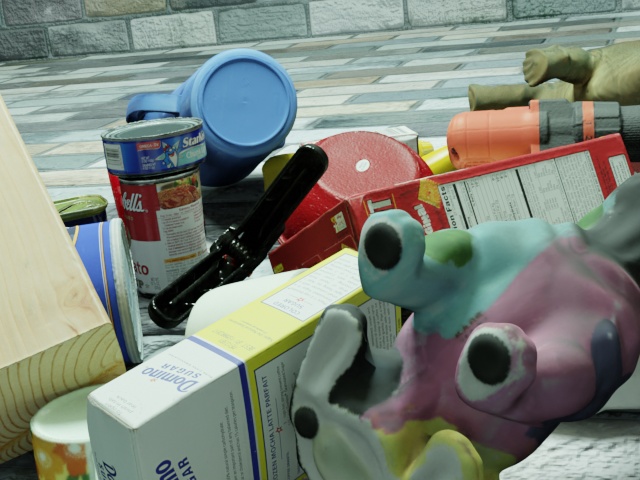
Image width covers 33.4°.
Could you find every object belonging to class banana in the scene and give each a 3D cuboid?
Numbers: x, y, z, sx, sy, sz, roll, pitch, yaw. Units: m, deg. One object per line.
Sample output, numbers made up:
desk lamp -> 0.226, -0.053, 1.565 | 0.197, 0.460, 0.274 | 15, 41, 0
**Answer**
banana -> 0.070, -0.063, 1.076 | 0.197, 0.070, 0.037 | -9, 51, -30

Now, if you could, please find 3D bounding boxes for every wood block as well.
wood block -> -0.196, 0.015, 0.642 | 0.090, 0.090, 0.206 | -23, 55, -16

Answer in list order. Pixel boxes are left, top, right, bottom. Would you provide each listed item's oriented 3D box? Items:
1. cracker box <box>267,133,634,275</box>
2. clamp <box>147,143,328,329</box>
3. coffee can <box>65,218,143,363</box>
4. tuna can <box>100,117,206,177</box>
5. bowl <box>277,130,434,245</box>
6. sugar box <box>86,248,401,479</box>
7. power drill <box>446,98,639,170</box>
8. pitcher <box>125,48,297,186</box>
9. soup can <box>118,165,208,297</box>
cracker box -> 0.091, -0.001, 0.750 | 0.213, 0.072, 0.164 | -14, -8, -22
clamp -> -0.055, 0.001, 0.808 | 0.164, 0.036, 0.210 | -46, -2, -2
coffee can -> -0.201, 0.045, 0.743 | 0.140, 0.103, 0.103 | -9, 16, -6
tuna can -> -0.139, -0.079, 0.892 | 0.086, 0.034, 0.086 | -6, 16, 2
bowl -> 0.035, -0.043, 0.902 | 0.162, 0.055, 0.162 | 2, 46, -2
sugar box -> -0.030, 0.081, 0.534 | 0.175, 0.093, 0.048 | -26, 35, -37
power drill -> 0.203, -0.061, 0.871 | 0.184, 0.057, 0.187 | 0, -17, 13
pitcher -> -0.110, -0.133, 1.149 | 0.149, 0.145, 0.243 | -37, 6, -11
soup can -> -0.129, -0.010, 0.902 | 0.068, 0.102, 0.068 | -6, 16, 2
